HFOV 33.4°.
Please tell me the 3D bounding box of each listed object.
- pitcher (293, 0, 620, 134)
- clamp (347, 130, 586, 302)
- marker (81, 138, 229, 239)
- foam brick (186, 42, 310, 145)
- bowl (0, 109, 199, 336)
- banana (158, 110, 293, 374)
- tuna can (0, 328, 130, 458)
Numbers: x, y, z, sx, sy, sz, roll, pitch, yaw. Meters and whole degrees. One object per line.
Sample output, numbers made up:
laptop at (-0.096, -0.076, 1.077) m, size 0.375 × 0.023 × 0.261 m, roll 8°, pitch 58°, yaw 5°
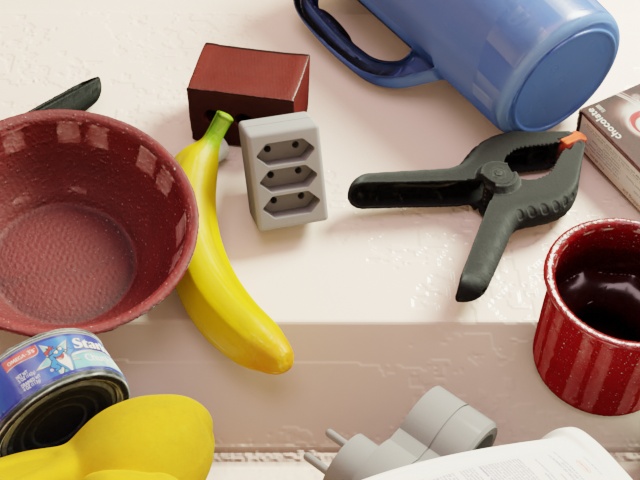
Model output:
pitcher at (0.096, -0.183, 0.795) m, size 0.144 × 0.149 × 0.243 m, roll -15°, pitch 53°, yaw -33°
clamp at (0.106, -0.035, 0.715) m, size 0.120 × 0.039 × 0.171 m, roll 40°, pitch 53°, yaw 23°
marker at (-0.112, -0.035, 0.724) m, size 0.020 × 0.020 × 0.121 m, roll 37°, pitch 58°, yaw 26°
foam brick at (-0.050, -0.101, 0.760) m, size 0.078 × 0.053 × 0.051 m, roll 7°, pitch 50°, yaw 7°
bowl at (-0.156, -0.001, 0.646) m, size 0.162 × 0.055 × 0.162 m, roll 5°, pitch 56°, yaw -8°
banana at (-0.067, 0.008, 0.661) m, size 0.037 × 0.070 × 0.198 m, roll 14°, pitch 46°, yaw -40°
tuna can at (-0.146, 0.090, 0.573) m, size 0.086 × 0.086 × 0.034 m, roll -29°, pitch 57°, yaw -23°
